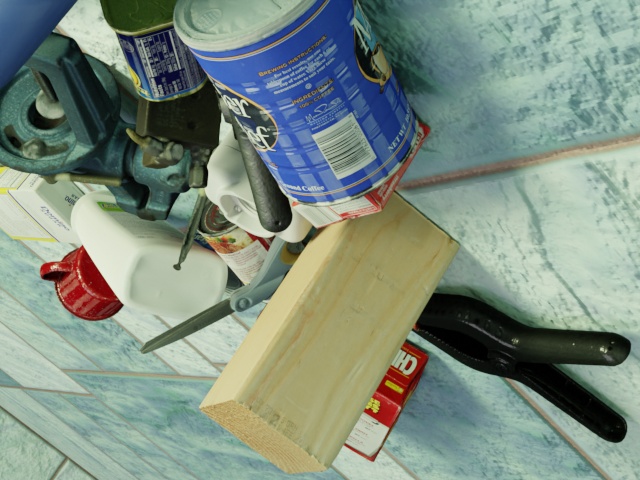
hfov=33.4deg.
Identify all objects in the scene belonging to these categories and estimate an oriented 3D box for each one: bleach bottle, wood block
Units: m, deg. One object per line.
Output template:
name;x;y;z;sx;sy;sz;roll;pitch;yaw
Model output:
bleach bottle;-0.181;0.000;1.050;0.102;0.068;0.251;12;-168;-29
wood block;0.008;0.067;0.821;0.090;0.206;0.091;38;156;-10

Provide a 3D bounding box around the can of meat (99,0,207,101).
can of meat;-0.113;-0.154;0.702;0.084;0.057;0.102;83;168;-64

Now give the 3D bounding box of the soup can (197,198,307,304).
soup can;-0.056;0.001;0.950;0.069;0.068;0.102;9;147;43

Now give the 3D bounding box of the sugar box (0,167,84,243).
sugar box;-0.333;-0.042;1.242;0.177;0.048;0.093;1;140;45

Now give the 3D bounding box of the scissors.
scissors;-0.062;0.033;0.912;0.016;0.201;0.096;-124;25;-50

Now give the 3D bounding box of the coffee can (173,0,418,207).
coffee can;-0.011;-0.104;0.654;0.103;0.102;0.140;13;149;39

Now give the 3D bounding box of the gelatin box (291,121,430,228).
gelatin box;0.028;-0.049;0.744;0.030;0.073;0.089;41;154;-19

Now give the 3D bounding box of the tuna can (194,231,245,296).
tuna can;-0.099;0.020;1.078;0.086;0.033;0.086;28;155;14

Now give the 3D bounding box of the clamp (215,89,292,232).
clamp;-0.056;-0.101;0.764;0.120;0.039;0.171;-120;15;-50

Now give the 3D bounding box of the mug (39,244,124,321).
mug;-0.267;0.039;1.243;0.117;0.093;0.082;10;160;-25

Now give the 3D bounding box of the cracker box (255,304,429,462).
cracker box;0.014;0.139;1.116;0.164;0.072;0.214;29;155;9

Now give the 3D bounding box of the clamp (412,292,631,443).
clamp;0.161;0.087;0.877;0.210;0.036;0.164;25;155;20
